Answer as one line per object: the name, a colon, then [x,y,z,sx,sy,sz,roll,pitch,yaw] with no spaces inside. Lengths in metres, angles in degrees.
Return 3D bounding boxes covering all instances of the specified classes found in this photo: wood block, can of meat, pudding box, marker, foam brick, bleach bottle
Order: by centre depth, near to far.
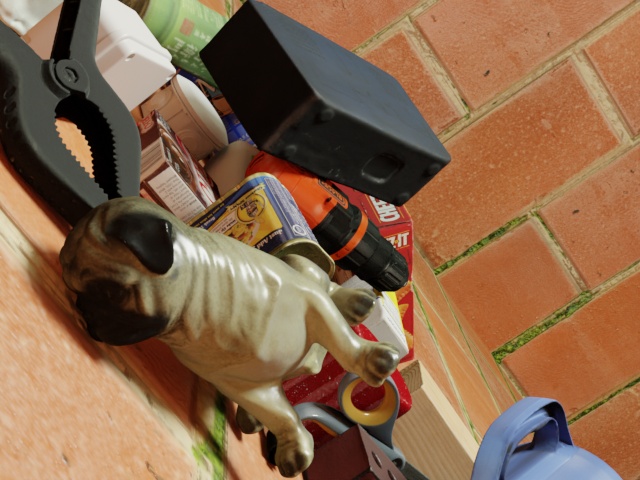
marker: [-0.034,0.117,0.748,0.020,0.020,0.121,52,9,-26]
foam brick: [0.031,0.181,0.756,0.078,0.051,0.053,52,9,-28]
can of meat: [-0.053,0.011,0.773,0.057,0.102,0.084,46,11,-47]
pudding box: [-0.114,-0.044,0.850,0.090,0.039,0.113,51,9,-29]
wood block: [0.107,0.219,0.919,0.206,0.091,0.090,55,7,-5]
bleach bottle: [-0.056,0.001,0.933,0.102,0.068,0.251,47,13,-25]

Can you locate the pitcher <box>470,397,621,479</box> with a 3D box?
pitcher: [0.121,0.210,0.706,0.149,0.145,0.242,51,23,18]

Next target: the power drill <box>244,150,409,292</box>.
power drill: [0.004,-0.049,0.986,0.184,0.057,0.187,41,17,-26]

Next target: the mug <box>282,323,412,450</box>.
mug: [0.012,0.108,0.834,0.117,0.081,0.093,61,9,31]

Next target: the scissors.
scissors: [0.059,0.149,0.801,0.201,0.096,0.016,24,21,-35]

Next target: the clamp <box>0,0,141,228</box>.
clamp: [-0.158,-0.098,0.651,0.164,0.036,0.210,-26,87,-53]
